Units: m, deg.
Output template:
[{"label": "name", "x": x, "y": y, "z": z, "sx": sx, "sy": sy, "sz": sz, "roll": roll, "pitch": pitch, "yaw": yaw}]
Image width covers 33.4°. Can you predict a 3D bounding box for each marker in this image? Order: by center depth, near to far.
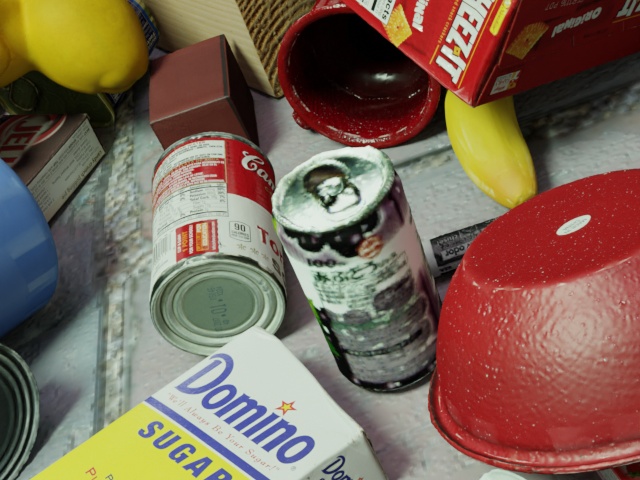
[{"label": "marker", "x": 0.098, "y": -0.006, "z": 0.512, "sx": 0.121, "sy": 0.020, "sz": 0.020, "roll": -19, "pitch": 39, "yaw": 8}]

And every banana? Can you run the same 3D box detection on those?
[{"label": "banana", "x": 0.103, "y": -0.089, "z": 0.589, "sx": 0.070, "sy": 0.037, "sz": 0.197, "roll": -2, "pitch": 44, "yaw": 29}]

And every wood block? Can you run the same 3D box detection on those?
[{"label": "wood block", "x": -0.073, "y": -0.184, "z": 0.745, "sx": 0.090, "sy": 0.091, "sz": 0.206, "roll": -40, "pitch": 41, "yaw": -18}]

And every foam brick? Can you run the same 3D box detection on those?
[{"label": "foam brick", "x": -0.072, "y": -0.080, "z": 0.659, "sx": 0.051, "sy": 0.053, "sz": 0.078, "roll": -19, "pitch": 38, "yaw": 7}]

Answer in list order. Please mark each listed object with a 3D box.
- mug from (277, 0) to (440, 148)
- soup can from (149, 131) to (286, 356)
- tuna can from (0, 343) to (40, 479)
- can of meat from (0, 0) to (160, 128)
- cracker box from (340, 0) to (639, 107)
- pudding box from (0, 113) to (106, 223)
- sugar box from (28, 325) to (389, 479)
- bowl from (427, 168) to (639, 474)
[{"label": "mug", "x": 0.025, "y": -0.108, "z": 0.622, "sx": 0.117, "sy": 0.093, "sz": 0.081, "roll": -42, "pitch": 17, "yaw": 42}, {"label": "soup can", "x": -0.054, "y": 0.001, "z": 0.546, "sx": 0.068, "sy": 0.068, "sz": 0.102, "roll": -18, "pitch": 40, "yaw": 8}, {"label": "tuna can", "x": -0.177, "y": 0.085, "z": 0.502, "sx": 0.034, "sy": 0.086, "sz": 0.086, "roll": 11, "pitch": 51, "yaw": 38}, {"label": "can of meat", "x": -0.173, "y": -0.129, "z": 0.755, "sx": 0.102, "sy": 0.057, "sz": 0.084, "roll": 4, "pitch": 54, "yaw": 32}, {"label": "cracker box", "x": 0.071, "y": -0.175, "z": 0.573, "sx": 0.163, "sy": 0.072, "sz": 0.214, "roll": -22, "pitch": 55, "yaw": -37}, {"label": "pudding box", "x": -0.206, "y": -0.037, "z": 0.690, "sx": 0.090, "sy": 0.039, "sz": 0.113, "roll": 2, "pitch": 46, "yaw": 30}, {"label": "sugar box", "x": -0.069, "y": 0.115, "z": 0.443, "sx": 0.176, "sy": 0.048, "sz": 0.093, "roll": -36, "pitch": 40, "yaw": -12}, {"label": "bowl", "x": 0.107, "y": 0.017, "z": 0.413, "sx": 0.162, "sy": 0.055, "sz": 0.162, "roll": -23, "pitch": 19, "yaw": 8}]
